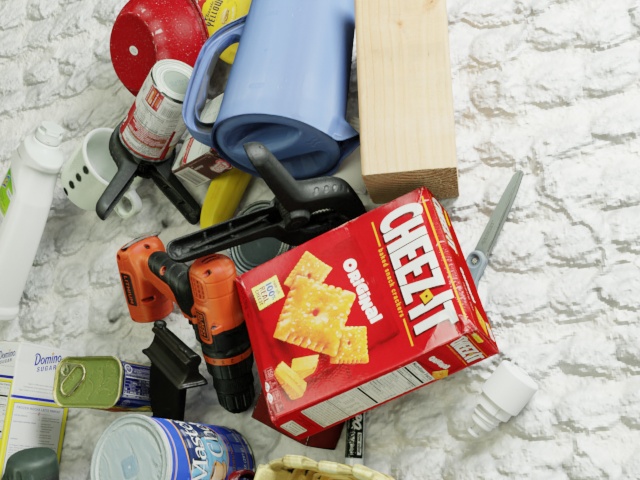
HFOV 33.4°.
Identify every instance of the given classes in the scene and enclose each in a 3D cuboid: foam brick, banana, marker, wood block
[{"bbox_3d":[-0.020,0.170,1.071,0.078,0.052,0.051,21,89,36],"label":"foam brick"},{"bbox_3d":[-0.087,-0.077,1.186,0.070,0.037,0.198,17,81,55],"label":"banana"},{"bbox_3d":[0.036,0.169,1.055,0.020,0.020,0.121,-6,74,33],"label":"marker"},{"bbox_3d":[0.085,-0.149,1.048,0.090,0.090,0.206,-5,74,9],"label":"wood block"}]

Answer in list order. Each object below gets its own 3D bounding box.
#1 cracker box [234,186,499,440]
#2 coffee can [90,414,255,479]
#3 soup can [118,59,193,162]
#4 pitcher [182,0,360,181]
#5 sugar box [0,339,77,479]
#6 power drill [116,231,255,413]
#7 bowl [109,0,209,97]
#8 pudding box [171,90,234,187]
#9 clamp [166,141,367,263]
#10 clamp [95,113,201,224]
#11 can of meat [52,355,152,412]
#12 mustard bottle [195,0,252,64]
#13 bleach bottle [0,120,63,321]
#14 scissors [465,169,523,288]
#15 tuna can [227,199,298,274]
[{"bbox_3d":[0.037,0.068,1.005,0.214,0.072,0.164,-26,56,16],"label":"cracker box"},{"bbox_3d":[-0.148,0.234,1.087,0.103,0.140,0.103,-10,72,32],"label":"coffee can"},{"bbox_3d":[-0.179,-0.147,1.211,0.102,0.068,0.068,-51,52,41],"label":"soup can"},{"bbox_3d":[-0.037,-0.192,1.111,0.145,0.149,0.242,-27,47,51],"label":"pitcher"},{"bbox_3d":[-0.347,0.211,1.258,0.048,0.093,0.176,-3,75,33],"label":"sugar box"},{"bbox_3d":[-0.140,0.080,1.145,0.188,0.057,0.184,22,128,45],"label":"power drill"},{"bbox_3d":[-0.200,-0.224,1.259,0.162,0.055,0.162,16,113,41],"label":"bowl"},{"bbox_3d":[-0.116,-0.115,1.184,0.114,0.039,0.090,-15,51,58],"label":"pudding box"},{"bbox_3d":[-0.040,-0.024,1.048,0.165,0.209,0.036,-42,57,32],"label":"clamp"},{"bbox_3d":[-0.215,-0.086,1.244,0.039,0.120,0.171,-57,45,43],"label":"clamp"},{"bbox_3d":[-0.234,0.163,1.199,0.102,0.083,0.057,-5,75,33],"label":"can of meat"},{"bbox_3d":[-0.132,-0.271,1.262,0.192,0.058,0.096,27,101,36],"label":"mustard bottle"},{"bbox_3d":[-0.373,-0.029,1.320,0.251,0.067,0.103,-62,40,21],"label":"bleach bottle"},{"bbox_3d":[0.132,0.025,1.030,0.096,0.016,0.202,9,82,36],"label":"scissors"},{"bbox_3d":[-0.058,0.001,1.154,0.086,0.033,0.086,-10,72,32],"label":"tuna can"}]
